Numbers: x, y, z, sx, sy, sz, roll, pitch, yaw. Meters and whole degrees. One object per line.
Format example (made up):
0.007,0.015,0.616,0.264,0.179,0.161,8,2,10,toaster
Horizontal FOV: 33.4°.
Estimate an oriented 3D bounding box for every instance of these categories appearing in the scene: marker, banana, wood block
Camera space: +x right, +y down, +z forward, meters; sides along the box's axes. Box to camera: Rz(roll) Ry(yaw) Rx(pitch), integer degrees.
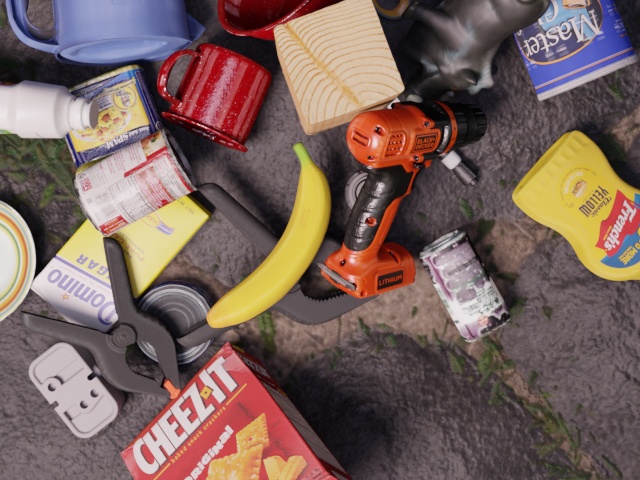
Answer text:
0.117,-0.101,1.098,0.020,0.020,0.121,-45,93,2,marker
-0.039,0.006,1.037,0.069,0.037,0.198,27,82,-7,banana
0.013,-0.158,1.001,0.090,0.206,0.091,-20,94,0,wood block

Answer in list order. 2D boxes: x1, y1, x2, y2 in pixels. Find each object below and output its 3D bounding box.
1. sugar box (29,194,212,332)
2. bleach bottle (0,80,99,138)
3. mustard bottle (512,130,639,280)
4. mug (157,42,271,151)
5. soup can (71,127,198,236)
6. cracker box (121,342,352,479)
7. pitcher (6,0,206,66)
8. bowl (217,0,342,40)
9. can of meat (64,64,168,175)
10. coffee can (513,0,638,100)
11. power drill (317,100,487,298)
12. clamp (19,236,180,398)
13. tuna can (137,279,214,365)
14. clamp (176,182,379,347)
-0.203,0.010,1.088,0.093,0.048,0.176,41,91,-2,sugar box
-0.336,-0.131,1.033,0.251,0.102,0.068,5,96,8,bleach bottle
0.295,-0.016,1.085,0.191,0.058,0.096,42,87,-3,mustard bottle
-0.108,-0.147,1.053,0.117,0.093,0.081,25,87,-36,mug
-0.178,-0.055,1.027,0.102,0.068,0.068,-28,93,3,soup can
-0.082,0.224,1.022,0.164,0.214,0.072,-46,135,1,cracker box
-0.213,-0.294,1.029,0.145,0.149,0.243,-7,90,24,pitcher
-0.023,-0.252,1.044,0.162,0.162,0.055,-51,130,2,bowl
-0.211,-0.121,1.075,0.102,0.057,0.084,-21,92,1,can of meat
0.238,-0.222,1.051,0.103,0.103,0.140,-23,93,0,coffee can
0.079,-0.045,1.023,0.057,0.184,0.188,33,120,36,power drill
-0.195,0.083,1.055,0.171,0.039,0.120,40,87,-16,clamp
-0.149,0.085,1.098,0.086,0.034,0.086,0,93,-1,tuna can
-0.041,0.045,1.077,0.209,0.036,0.164,14,94,-14,clamp
